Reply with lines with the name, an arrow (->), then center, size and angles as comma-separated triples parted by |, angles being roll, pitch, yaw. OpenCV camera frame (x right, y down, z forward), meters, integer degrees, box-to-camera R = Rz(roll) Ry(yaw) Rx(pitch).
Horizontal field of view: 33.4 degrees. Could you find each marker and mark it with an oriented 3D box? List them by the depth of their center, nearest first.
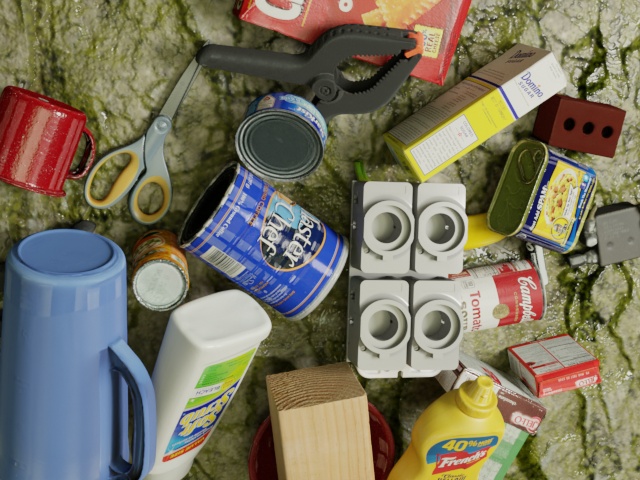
marker -> 0.231, -0.008, 1.162 | 0.020, 0.020, 0.121 | -14, 108, -7

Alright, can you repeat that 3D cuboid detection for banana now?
banana -> 0.118, -0.023, 1.127 | 0.197, 0.037, 0.070 | 17, 102, -15

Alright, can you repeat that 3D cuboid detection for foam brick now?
foam brick -> 0.271, -0.122, 1.121 | 0.078, 0.051, 0.053 | 9, 104, -13

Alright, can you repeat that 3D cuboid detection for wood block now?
wood block -> 0.004, 0.241, 1.093 | 0.090, 0.091, 0.206 | -9, 107, -9

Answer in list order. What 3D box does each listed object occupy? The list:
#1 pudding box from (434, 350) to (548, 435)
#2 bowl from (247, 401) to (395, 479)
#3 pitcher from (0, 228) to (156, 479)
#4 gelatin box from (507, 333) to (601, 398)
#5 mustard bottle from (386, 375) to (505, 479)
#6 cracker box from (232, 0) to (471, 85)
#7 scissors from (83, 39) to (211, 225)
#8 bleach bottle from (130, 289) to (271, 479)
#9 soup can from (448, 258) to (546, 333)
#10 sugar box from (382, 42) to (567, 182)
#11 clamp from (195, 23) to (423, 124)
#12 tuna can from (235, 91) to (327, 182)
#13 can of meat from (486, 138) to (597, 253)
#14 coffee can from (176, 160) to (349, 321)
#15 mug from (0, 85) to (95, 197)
pudding box -> 0.181, 0.161, 1.164 | 0.113, 0.090, 0.039 | 28, 96, -16
bowl -> -0.002, 0.228, 1.166 | 0.162, 0.055, 0.162 | -3, 106, -10
pitcher -> -0.236, 0.120, 1.021 | 0.149, 0.145, 0.243 | -1, 118, -17
gelatin box -> 0.256, 0.137, 1.171 | 0.073, 0.089, 0.030 | -13, 108, -7
mustard bottle -> 0.138, 0.208, 1.104 | 0.096, 0.058, 0.192 | 1, 132, -20
cracker box -> 0.042, -0.260, 1.027 | 0.213, 0.072, 0.164 | 16, 103, -14
scissors -> -0.150, -0.097, 1.067 | 0.202, 0.016, 0.096 | -44, 110, 3
bleach bottle -> -0.134, 0.168, 1.092 | 0.102, 0.068, 0.251 | -16, 140, -42
soup can -> 0.182, 0.061, 1.148 | 0.102, 0.068, 0.068 | -9, 107, -7
sugar box -> 0.153, -0.130, 1.074 | 0.176, 0.093, 0.048 | -31, 109, -1
clamp -> -0.004, -0.156, 1.014 | 0.210, 0.036, 0.164 | -26, 124, 25
tuna can -> -0.037, -0.099, 1.023 | 0.086, 0.033, 0.086 | 6, 132, 6
can of meat -> 0.233, -0.044, 1.112 | 0.083, 0.058, 0.102 | 18, 94, -30
coffee can -> -0.057, 0.001, 1.066 | 0.140, 0.103, 0.103 | 35, 97, -17
mug -> -0.263, -0.093, 1.015 | 0.117, 0.093, 0.081 | 15, 99, -46
